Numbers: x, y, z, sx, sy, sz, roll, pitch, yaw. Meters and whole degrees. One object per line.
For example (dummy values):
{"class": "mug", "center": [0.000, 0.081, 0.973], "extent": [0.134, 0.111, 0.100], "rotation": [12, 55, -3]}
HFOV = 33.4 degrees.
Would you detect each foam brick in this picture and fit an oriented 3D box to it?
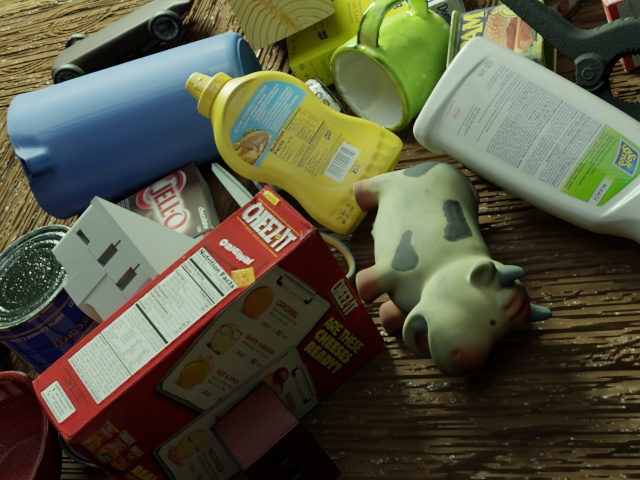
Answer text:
{"class": "foam brick", "center": [-0.031, 0.148, 0.751], "extent": [0.053, 0.078, 0.051], "rotation": [-41, 45, -8]}

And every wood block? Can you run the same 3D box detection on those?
{"class": "wood block", "center": [-0.051, -0.271, 1.094], "extent": [0.090, 0.091, 0.206], "rotation": [-25, 21, 6]}

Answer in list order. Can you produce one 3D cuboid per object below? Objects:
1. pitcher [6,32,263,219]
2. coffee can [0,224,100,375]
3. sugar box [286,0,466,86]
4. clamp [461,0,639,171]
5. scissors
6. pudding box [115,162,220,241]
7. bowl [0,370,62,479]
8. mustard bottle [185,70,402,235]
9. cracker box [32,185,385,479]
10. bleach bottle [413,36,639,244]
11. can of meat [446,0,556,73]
{"class": "pitcher", "center": [-0.172, -0.121, 1.066], "extent": [0.243, 0.145, 0.149], "rotation": [-17, 56, 12]}
{"class": "coffee can", "center": [-0.199, 0.070, 0.878], "extent": [0.103, 0.140, 0.103], "rotation": [-19, 43, 19]}
{"class": "sugar box", "center": [0.053, -0.216, 1.061], "extent": [0.176, 0.048, 0.093], "rotation": [-24, 39, 13]}
{"class": "clamp", "center": [0.211, -0.121, 0.854], "extent": [0.210, 0.036, 0.164], "rotation": [14, 98, 23]}
{"class": "scissors", "center": [-0.056, 0.001, 0.921], "extent": [0.202, 0.016, 0.096], "rotation": [30, 65, 34]}
{"class": "pudding box", "center": [-0.141, -0.012, 0.997], "extent": [0.090, 0.039, 0.113], "rotation": [-29, 42, 5]}
{"class": "bowl", "center": [-0.261, 0.189, 0.860], "extent": [0.162, 0.055, 0.162], "rotation": [-22, 48, 26]}
{"class": "mustard bottle", "center": [-0.032, -0.090, 0.917], "extent": [0.192, 0.058, 0.096], "rotation": [31, 81, 8]}
{"class": "cracker box", "center": [-0.074, 0.086, 0.766], "extent": [0.213, 0.164, 0.072], "rotation": [-41, 51, -8]}
{"class": "bleach bottle", "center": [0.191, -0.052, 0.785], "extent": [0.251, 0.068, 0.103], "rotation": [39, 105, 31]}
{"class": "can of meat", "center": [0.161, -0.164, 0.940], "extent": [0.084, 0.057, 0.102], "rotation": [-8, 48, 22]}
